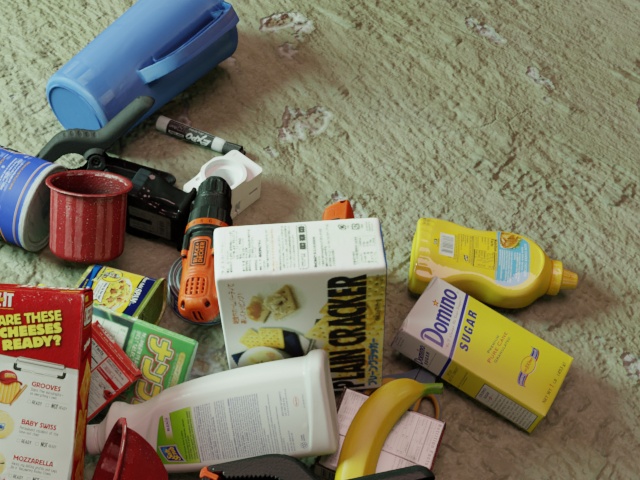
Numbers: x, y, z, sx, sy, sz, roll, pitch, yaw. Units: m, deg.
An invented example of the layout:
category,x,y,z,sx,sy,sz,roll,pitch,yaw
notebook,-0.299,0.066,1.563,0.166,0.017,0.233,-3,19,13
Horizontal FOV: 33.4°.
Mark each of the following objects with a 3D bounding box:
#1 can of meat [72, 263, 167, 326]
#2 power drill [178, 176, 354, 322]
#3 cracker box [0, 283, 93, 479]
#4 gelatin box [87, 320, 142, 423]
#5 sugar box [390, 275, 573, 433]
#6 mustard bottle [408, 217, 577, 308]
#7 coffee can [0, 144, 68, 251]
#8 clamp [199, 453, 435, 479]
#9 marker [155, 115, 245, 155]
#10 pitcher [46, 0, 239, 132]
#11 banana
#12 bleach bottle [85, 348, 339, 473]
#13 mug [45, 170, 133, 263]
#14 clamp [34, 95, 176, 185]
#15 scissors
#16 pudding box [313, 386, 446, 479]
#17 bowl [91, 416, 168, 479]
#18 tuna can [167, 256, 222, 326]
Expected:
category,x,y,z,sx,sy,sz,roll,pitch,yaw
can of meat,-0.221,0.074,1.137,0.084,0.057,0.102,14,35,8
power drill,-0.058,0.001,1.154,0.188,0.057,0.184,-5,55,12
cracker box,-0.301,0.147,0.993,0.164,0.072,0.214,4,92,-4
gelatin box,-0.233,0.135,1.065,0.073,0.089,0.030,49,15,2
sugar box,0.174,0.120,1.150,0.176,0.048,0.093,32,50,7
mustard bottle,0.201,0.031,1.232,0.191,0.058,0.096,9,48,1
coffee can,-0.370,-0.058,1.207,0.140,0.103,0.102,19,51,9
clamp,-0.007,0.243,0.972,0.210,0.036,0.164,24,60,17
marker,-0.150,-0.129,1.347,0.121,0.020,0.020,21,51,10
pitcher,-0.219,-0.226,1.343,0.145,0.149,0.242,36,58,11
banana,0.053,0.208,1.026,0.070,0.037,0.197,24,69,9
bleach bottle,-0.112,0.172,1.037,0.251,0.102,0.068,-8,6,6
mug,-0.257,-0.030,1.182,0.093,0.081,0.117,2,20,-14
clamp,-0.261,-0.110,1.261,0.171,0.120,0.039,-6,25,-9
scissors,0.102,0.135,1.162,0.096,0.016,0.201,14,50,4
pudding box,0.060,0.208,1.070,0.113,0.039,0.090,20,65,7
bowl,-0.177,0.244,0.957,0.055,0.162,0.162,19,49,-14
tuna can,-0.128,0.051,1.191,0.086,0.034,0.086,3,50,-4
